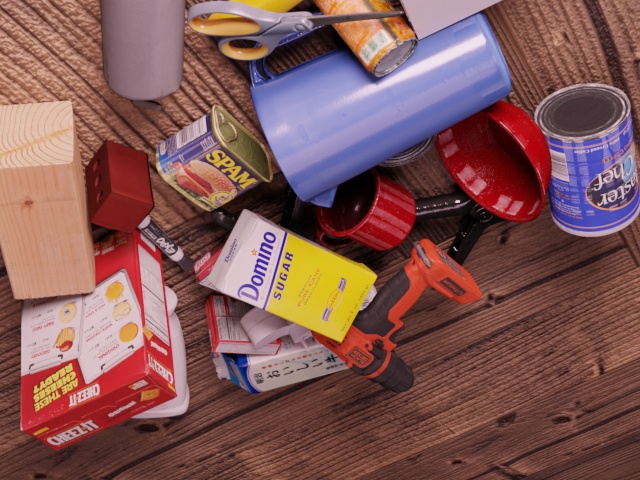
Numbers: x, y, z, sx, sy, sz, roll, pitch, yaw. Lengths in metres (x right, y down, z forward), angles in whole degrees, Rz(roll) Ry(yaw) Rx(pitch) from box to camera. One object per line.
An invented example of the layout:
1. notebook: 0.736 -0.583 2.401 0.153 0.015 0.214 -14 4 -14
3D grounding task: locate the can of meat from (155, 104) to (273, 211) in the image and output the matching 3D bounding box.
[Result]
1. can of meat: -0.114 -0.084 1.139 0.084 0.057 0.102 -28 139 22

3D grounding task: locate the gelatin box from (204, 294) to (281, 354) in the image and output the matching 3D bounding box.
1. gelatin box: -0.099 0.108 1.363 0.089 0.073 0.030 4 140 -21

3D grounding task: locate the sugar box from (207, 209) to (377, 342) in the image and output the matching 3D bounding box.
1. sugar box: -0.030 0.042 1.211 0.176 0.048 0.093 24 96 -32

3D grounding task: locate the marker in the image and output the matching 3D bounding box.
1. marker: -0.184 0.002 1.252 0.020 0.020 0.121 -24 140 13

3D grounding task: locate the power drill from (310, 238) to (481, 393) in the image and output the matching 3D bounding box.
1. power drill: 0.106 0.099 1.327 0.188 0.057 0.184 -43 129 13

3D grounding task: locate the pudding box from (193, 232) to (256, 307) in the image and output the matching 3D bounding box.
1. pudding box: -0.085 0.034 1.306 0.113 0.039 0.090 27 127 -37

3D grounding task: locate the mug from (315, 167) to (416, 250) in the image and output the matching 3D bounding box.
1. mug: 0.047 -0.030 1.225 0.117 0.093 0.081 -42 139 23

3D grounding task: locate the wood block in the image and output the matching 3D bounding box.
1. wood block: -0.292 -0.037 1.118 0.090 0.090 0.206 -5 141 -9

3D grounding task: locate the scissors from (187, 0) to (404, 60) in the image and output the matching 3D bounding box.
1. scissors: -0.022 -0.191 0.980 0.202 0.016 0.096 6 161 9

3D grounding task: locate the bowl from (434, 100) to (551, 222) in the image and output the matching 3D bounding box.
1. bowl: 0.198 -0.099 1.165 0.055 0.162 0.162 -40 146 -20

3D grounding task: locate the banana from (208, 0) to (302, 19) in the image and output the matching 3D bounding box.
1. banana: -0.036 -0.236 0.959 0.069 0.037 0.198 3 162 -28

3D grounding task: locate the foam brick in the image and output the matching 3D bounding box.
1. foam brick: -0.213 -0.056 1.127 0.051 0.078 0.053 17 132 -35

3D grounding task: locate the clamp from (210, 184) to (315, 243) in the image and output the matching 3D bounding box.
1. clamp: -0.058 0.002 1.235 0.120 0.039 0.171 -15 123 -8

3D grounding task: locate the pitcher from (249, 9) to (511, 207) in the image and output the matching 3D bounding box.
1. pitcher: 0.056 -0.153 1.060 0.243 0.145 0.149 -25 152 8

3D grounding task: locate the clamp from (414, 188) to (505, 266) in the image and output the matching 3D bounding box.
1. clamp: 0.194 -0.036 1.301 0.210 0.036 0.164 -28 138 14

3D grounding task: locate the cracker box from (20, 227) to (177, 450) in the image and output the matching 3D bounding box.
1. cracker box: -0.253 0.106 1.204 0.164 0.214 0.072 -25 140 14

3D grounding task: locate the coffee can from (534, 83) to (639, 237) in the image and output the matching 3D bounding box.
1. coffee can: 0.300 -0.089 1.194 0.103 0.103 0.140 -17 129 4
